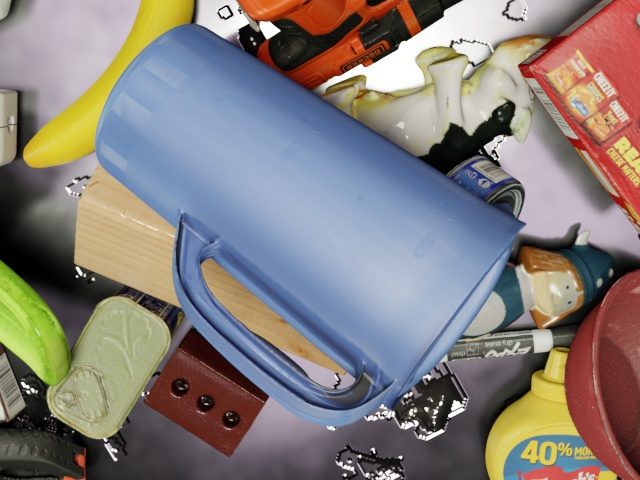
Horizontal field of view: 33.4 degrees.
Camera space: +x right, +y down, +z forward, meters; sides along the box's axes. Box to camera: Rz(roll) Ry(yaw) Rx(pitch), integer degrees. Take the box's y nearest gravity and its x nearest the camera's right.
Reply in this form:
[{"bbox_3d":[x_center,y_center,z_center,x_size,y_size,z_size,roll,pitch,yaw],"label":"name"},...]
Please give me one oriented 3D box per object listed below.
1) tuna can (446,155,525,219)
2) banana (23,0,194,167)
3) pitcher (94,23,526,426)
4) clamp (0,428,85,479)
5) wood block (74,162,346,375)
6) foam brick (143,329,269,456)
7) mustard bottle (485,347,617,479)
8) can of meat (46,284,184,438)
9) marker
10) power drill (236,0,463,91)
[{"bbox_3d":[0.098,-0.012,0.714,0.034,0.086,0.086,39,102,26],"label":"tuna can"},{"bbox_3d":[-0.142,-0.125,0.761,0.070,0.037,0.198,35,99,26],"label":"banana"},{"bbox_3d":[-0.017,-0.015,0.626,0.243,0.149,0.145,36,106,11],"label":"pitcher"},{"bbox_3d":[-0.248,0.151,0.772,0.171,0.120,0.039,7,65,-25],"label":"clamp"},{"bbox_3d":[-0.055,0.001,0.733,0.206,0.090,0.090,23,57,-1],"label":"wood block"},{"bbox_3d":[-0.082,0.113,0.792,0.078,0.051,0.053,32,101,-3],"label":"foam brick"},{"bbox_3d":[0.169,0.173,0.785,0.096,0.058,0.192,3,100,-3],"label":"mustard bottle"},{"bbox_3d":[-0.144,0.081,0.773,0.057,0.084,0.102,31,101,-3],"label":"can of meat"},{"bbox_3d":[0.138,0.076,0.789,0.121,0.020,0.020,-6,100,4],"label":"marker"},{"bbox_3d":[0.027,-0.163,0.668,0.184,0.187,0.057,-30,77,8],"label":"power drill"}]
